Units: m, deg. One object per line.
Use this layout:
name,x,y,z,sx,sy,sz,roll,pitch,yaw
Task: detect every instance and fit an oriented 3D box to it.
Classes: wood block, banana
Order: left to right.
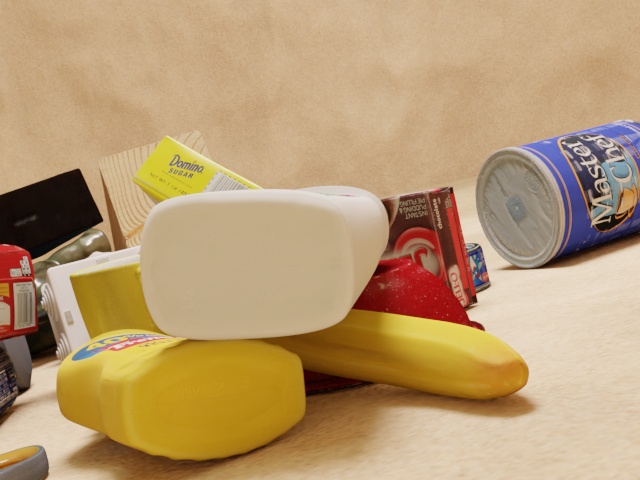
wood block,-0.135,0.001,0.958,0.090,0.090,0.206,-17,-22,-14
banana,0.027,0.057,0.551,0.198,0.037,0.069,4,5,37

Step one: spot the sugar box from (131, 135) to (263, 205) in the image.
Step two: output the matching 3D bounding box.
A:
sugar box,-0.055,0.001,0.762,0.093,0.048,0.176,30,-11,27

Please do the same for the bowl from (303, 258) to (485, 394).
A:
bowl,0.019,0.049,0.672,0.162,0.055,0.162,-13,5,1

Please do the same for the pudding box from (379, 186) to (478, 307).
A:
pudding box,0.056,0.012,0.798,0.039,0.090,0.114,-15,4,-44

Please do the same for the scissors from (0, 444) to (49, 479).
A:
scissors,-0.164,0.125,0.497,0.096,0.016,0.202,-15,5,-24

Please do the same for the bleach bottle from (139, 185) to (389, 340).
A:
bleach bottle,-0.016,0.000,0.598,0.102,0.068,0.250,-2,5,8

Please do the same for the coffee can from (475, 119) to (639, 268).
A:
coffee can,0.220,-0.042,0.921,0.140,0.103,0.103,-15,5,-30

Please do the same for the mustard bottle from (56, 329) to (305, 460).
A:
mustard bottle,-0.091,0.079,0.582,0.096,0.058,0.192,-6,0,-28
